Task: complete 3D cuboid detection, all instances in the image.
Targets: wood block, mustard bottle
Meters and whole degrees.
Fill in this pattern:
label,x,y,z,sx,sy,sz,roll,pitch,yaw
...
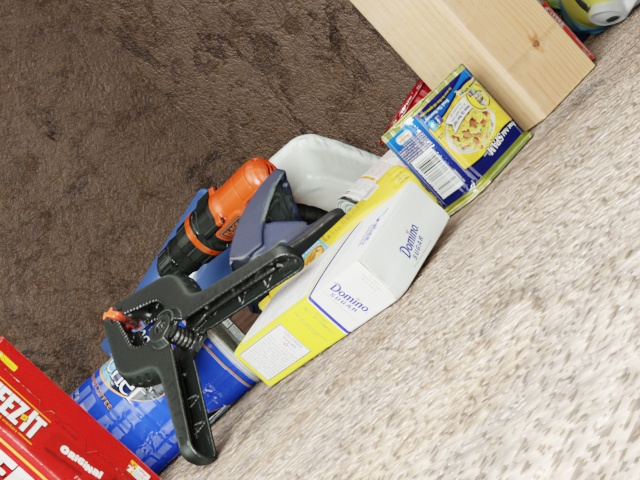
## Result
label,x,y,z,sx,sy,sz,roll,pitch,yaw
wood block,0.131,-0.191,0.955,0.090,0.206,0.090,-44,3,-29
mustard bottle,0.015,0.019,0.915,0.191,0.058,0.096,-43,7,-1

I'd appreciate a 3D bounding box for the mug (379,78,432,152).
label,x,y,z,sx,sy,sz,roll,pitch,yaw
mug,0.119,-0.117,1.199,0.117,0.081,0.093,-54,5,42

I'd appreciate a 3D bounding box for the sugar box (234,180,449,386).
label,x,y,z,sx,sy,sz,roll,pitch,yaw
sugar box,0.013,0.035,0.777,0.177,0.048,0.093,-36,14,48

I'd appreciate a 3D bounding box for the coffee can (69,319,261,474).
label,x,y,z,sx,sy,sz,roll,pitch,yaw
coffee can,-0.133,0.126,0.909,0.140,0.103,0.103,-43,2,-1

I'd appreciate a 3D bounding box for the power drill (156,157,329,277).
label,x,y,z,sx,sy,sz,roll,pitch,yaw
power drill,-0.057,0.001,1.127,0.187,0.057,0.185,17,-45,-40

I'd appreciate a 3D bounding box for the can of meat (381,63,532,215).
label,x,y,z,sx,sy,sz,roll,pitch,yaw
can of meat,0.110,-0.083,0.865,0.102,0.084,0.058,-45,3,-36

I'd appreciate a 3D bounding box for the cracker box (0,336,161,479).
label,x,y,z,sx,sy,sz,roll,pitch,yaw
cracker box,-0.251,0.197,0.828,0.214,0.164,0.072,-41,9,36

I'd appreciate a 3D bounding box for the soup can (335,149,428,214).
label,x,y,z,sx,sy,sz,roll,pitch,yaw
soup can,0.072,-0.047,1.036,0.102,0.068,0.069,-44,3,-19

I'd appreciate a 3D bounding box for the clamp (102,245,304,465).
label,x,y,z,sx,sy,sz,roll,pitch,yaw
clamp,-0.108,0.081,0.804,0.210,0.036,0.164,-3,59,49
